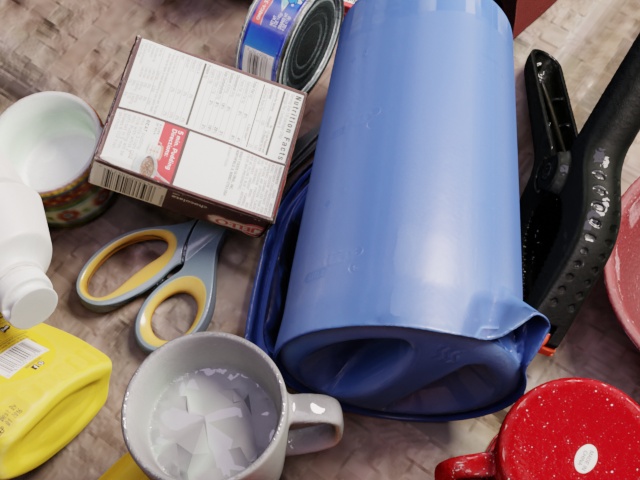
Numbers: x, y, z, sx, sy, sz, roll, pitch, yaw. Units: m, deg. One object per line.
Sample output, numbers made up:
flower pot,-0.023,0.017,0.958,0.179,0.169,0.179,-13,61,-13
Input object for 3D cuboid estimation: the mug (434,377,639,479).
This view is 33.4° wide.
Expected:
mug,0.118,0.121,0.554,0.117,0.081,0.093,0,64,6

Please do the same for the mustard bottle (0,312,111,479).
mustard bottle,-0.224,0.059,0.623,0.192,0.058,0.096,27,36,18

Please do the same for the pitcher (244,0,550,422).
pitcher,0.044,-0.025,0.617,0.149,0.145,0.242,9,61,-3

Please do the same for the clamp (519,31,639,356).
clamp,0.144,-0.039,0.625,0.036,0.165,0.210,18,87,-15

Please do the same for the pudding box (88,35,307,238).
pudding box,-0.072,-0.062,0.644,0.113,0.039,0.090,19,68,-11

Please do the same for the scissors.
scissors,-0.054,0.001,0.668,0.201,0.016,0.096,-28,66,-8

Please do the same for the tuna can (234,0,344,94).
tuna can,-0.019,-0.131,0.689,0.034,0.086,0.086,27,70,16

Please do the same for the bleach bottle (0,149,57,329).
bleach bottle,-0.235,-0.030,0.637,0.251,0.068,0.103,43,104,32
